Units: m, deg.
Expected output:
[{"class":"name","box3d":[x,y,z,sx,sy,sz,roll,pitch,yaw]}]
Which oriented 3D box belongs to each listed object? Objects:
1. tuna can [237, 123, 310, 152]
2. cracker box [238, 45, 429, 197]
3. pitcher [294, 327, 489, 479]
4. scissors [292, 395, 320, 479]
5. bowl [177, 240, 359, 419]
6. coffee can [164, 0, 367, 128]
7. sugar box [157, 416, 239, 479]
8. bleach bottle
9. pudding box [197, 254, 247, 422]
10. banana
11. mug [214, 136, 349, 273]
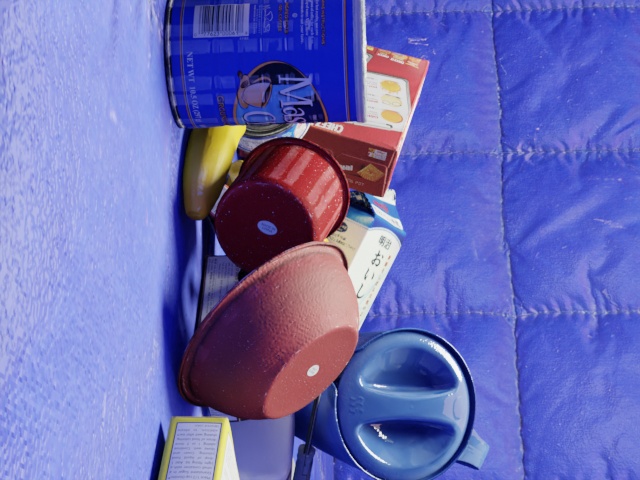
[{"class":"tuna can","box3d":[-0.052,-0.124,0.991,0.034,0.086,0.086,77,12,-64]},{"class":"cracker box","box3d":[0.018,-0.146,1.172,0.213,0.164,0.072,-67,172,-53]},{"class":"pitcher","box3d":[0.042,0.153,1.009,0.243,0.144,0.149,170,-96,-70]},{"class":"scissors","box3d":[-0.018,0.205,0.912,0.202,0.016,0.096,98,7,-47]},{"class":"bowl","box3d":[-0.024,0.079,0.782,0.055,0.162,0.162,44,-20,26]},{"class":"coffee can","box3d":[-0.036,-0.137,0.793,0.103,0.140,0.103,-1,90,-86]},{"class":"sugar box","box3d":[-0.084,0.207,0.669,0.176,0.048,0.093,-81,170,-50]},{"class":"bleach bottle","box3d":[-0.054,0.223,1.024,0.251,0.068,0.102,88,5,-60]},{"class":"pudding box","box3d":[-0.077,0.081,0.887,0.090,0.039,0.113,81,5,-46]},{"class":"banana","box3d":[-0.082,-0.075,0.864,0.197,0.037,0.069,-80,169,-72]},{"class":"mug","box3d":[-0.030,-0.012,0.817,0.081,0.093,0.117,-59,144,-62]}]
